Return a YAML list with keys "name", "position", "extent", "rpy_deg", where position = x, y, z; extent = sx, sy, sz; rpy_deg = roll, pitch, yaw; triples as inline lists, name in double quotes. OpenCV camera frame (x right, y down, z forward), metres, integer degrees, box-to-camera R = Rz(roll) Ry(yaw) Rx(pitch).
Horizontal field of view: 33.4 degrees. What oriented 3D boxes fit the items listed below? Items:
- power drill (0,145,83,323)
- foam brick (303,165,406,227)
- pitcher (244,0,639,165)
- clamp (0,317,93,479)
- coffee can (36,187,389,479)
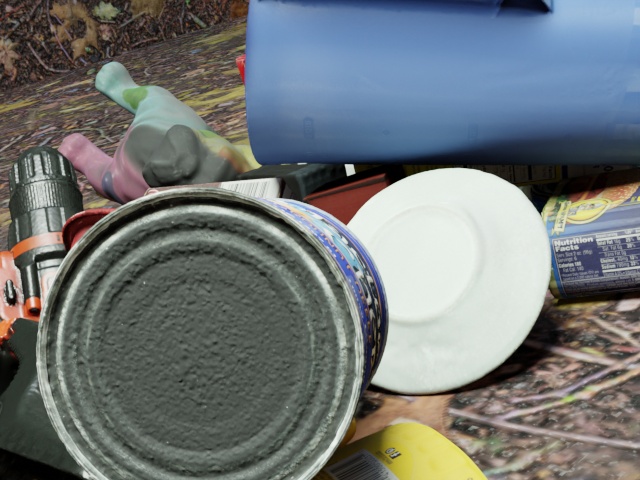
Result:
- name: "power drill"
  position: [-0.213, 0.027, 0.585]
  extent: [0.187, 0.184, 0.057]
  rpy_deg: [-4, -32, -20]
- name: "foam brick"
  position: [0.027, -0.013, 0.650]
  extent: [0.053, 0.051, 0.078]
  rpy_deg: [-16, 7, 14]
- name: "pitcher"
  position: [0.080, -0.108, 0.610]
  extent: [0.243, 0.145, 0.149]
  rpy_deg: [3, 15, 8]
- name: "clamp"
  position: [-0.132, 0.087, 0.452]
  extent: [0.165, 0.036, 0.210]
  rpy_deg: [-34, 23, 16]
- name: "coffee can"
  position: [-0.029, 0.034, 0.391]
  extent: [0.103, 0.103, 0.140]
  rpy_deg: [-12, -1, 7]
